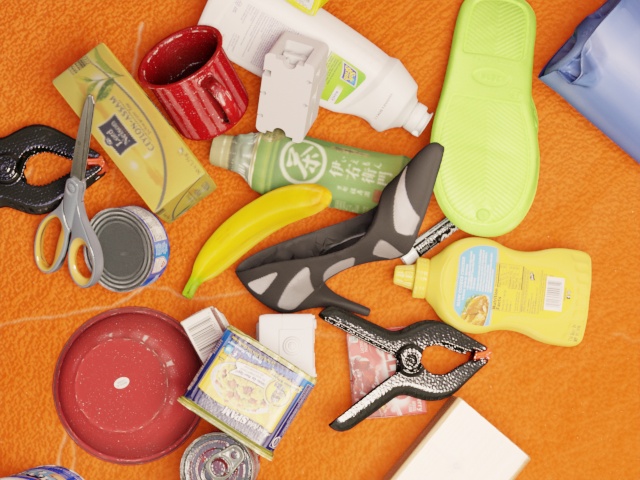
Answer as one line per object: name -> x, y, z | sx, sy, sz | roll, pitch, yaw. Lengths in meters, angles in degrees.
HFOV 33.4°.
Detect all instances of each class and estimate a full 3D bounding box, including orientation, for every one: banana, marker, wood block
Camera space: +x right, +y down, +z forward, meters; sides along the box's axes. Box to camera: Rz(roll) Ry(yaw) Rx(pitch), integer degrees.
banana -> -0.061, -0.010, 1.057 | 0.198, 0.037, 0.069 | -36, 40, 28
marker -> 0.133, -0.016, 1.096 | 0.121, 0.020, 0.020 | -36, 84, -3
wood block -> 0.098, 0.258, 1.029 | 0.091, 0.090, 0.206 | 40, 86, 6

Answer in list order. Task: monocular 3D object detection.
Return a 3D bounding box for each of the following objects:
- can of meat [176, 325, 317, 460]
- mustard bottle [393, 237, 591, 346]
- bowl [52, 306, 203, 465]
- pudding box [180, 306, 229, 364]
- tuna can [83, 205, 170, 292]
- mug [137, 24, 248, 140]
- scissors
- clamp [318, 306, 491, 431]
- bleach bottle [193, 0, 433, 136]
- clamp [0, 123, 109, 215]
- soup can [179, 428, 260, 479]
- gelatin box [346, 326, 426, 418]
can of meat -> -0.065, 0.137, 0.971 | 0.102, 0.057, 0.084 | 32, 83, 4
mustard bottle -> 0.169, 0.047, 1.068 | 0.191, 0.058, 0.096 | 8, 85, 2
bowl -> -0.194, 0.145, 1.066 | 0.162, 0.055, 0.162 | 0, 83, 1
pudding box -> -0.091, 0.123, 1.049 | 0.039, 0.090, 0.113 | -27, 83, -4
tuna can -> -0.195, 0.008, 1.076 | 0.086, 0.033, 0.086 | 4, 100, 25
mug -> -0.116, -0.150, 1.060 | 0.093, 0.081, 0.117 | -42, 43, -14
scissors -> -0.230, -0.035, 1.049 | 0.096, 0.016, 0.202 | 42, 122, 17
clamp -> 0.080, 0.129, 1.039 | 0.171, 0.039, 0.120 | 4, 85, -2
bleach bottle -> -0.002, -0.180, 1.090 | 0.251, 0.103, 0.068 | 33, 44, -2
clamp -> -0.326, -0.061, 1.103 | 0.210, 0.036, 0.164 | 2, 83, 1
soup can -> -0.095, 0.217, 1.031 | 0.068, 0.102, 0.068 | 0, 83, 1
gelatin box -> 0.066, 0.132, 1.074 | 0.073, 0.030, 0.089 | -5, 83, 0
